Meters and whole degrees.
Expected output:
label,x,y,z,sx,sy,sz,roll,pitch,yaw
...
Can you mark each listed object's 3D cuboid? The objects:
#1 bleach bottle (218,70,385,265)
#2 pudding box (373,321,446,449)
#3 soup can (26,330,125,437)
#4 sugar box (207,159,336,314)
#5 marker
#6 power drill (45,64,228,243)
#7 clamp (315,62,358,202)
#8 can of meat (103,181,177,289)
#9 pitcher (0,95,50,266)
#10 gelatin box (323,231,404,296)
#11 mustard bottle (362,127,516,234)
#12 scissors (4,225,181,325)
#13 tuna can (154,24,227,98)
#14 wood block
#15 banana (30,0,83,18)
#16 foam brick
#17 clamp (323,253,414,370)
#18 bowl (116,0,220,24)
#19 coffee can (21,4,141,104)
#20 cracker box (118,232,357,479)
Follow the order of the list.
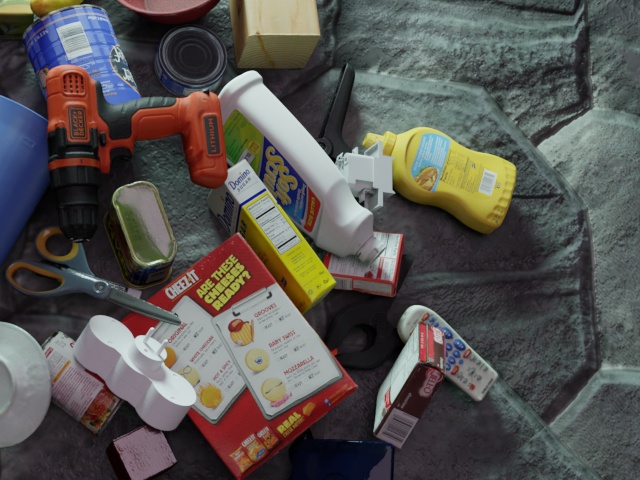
label,x,y,z,sx,sy,sz,roll,pitch,yaw
bleach bottle,-0.021,-0.072,1.215,0.251,0.103,0.068,44,43,8
pudding box,0.099,0.159,1.179,0.039,0.114,0.090,26,25,-6
soup can,-0.255,0.150,1.123,0.102,0.069,0.068,36,67,-2
sugar box,-0.058,0.002,1.212,0.048,0.093,0.176,-37,85,-23
marker,-0.259,0.047,1.181,0.121,0.020,0.020,19,69,-9
power drill,-0.193,-0.091,1.122,0.187,0.057,0.184,-2,83,-30
clamp,0.003,-0.115,1.296,0.164,0.036,0.210,-23,82,-20
can of meat,-0.198,-0.006,1.180,0.057,0.084,0.102,-18,79,-20
pitcher,-0.380,-0.034,1.113,0.149,0.145,0.242,21,71,3
gelatin box,0.049,0.024,1.245,0.089,0.030,0.073,7,53,8
mustard bottle,0.142,-0.086,1.314,0.191,0.058,0.096,23,67,-8
scissors,-0.237,0.035,1.145,0.202,0.016,0.096,7,61,7
tuna can,-0.156,-0.216,1.286,0.086,0.034,0.086,5,72,-14
wood block,-0.065,-0.325,1.316,0.090,0.091,0.206,-3,74,-16
banana,-0.292,-0.303,1.245,0.037,0.070,0.197,21,47,3
foam brick,-0.187,0.225,1.113,0.052,0.078,0.051,-25,80,-23
clamp,0.068,0.090,1.248,0.171,0.039,0.120,-18,78,-24
bowl,-0.174,-0.313,1.283,0.162,0.055,0.162,-3,58,5
coffee can,-0.264,-0.179,1.207,0.102,0.103,0.140,-20,79,-20
cracker box,-0.089,0.127,1.163,0.164,0.072,0.214,-37,85,-10
